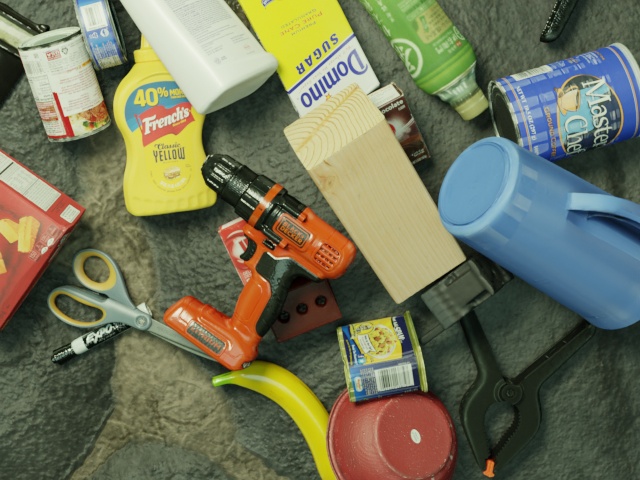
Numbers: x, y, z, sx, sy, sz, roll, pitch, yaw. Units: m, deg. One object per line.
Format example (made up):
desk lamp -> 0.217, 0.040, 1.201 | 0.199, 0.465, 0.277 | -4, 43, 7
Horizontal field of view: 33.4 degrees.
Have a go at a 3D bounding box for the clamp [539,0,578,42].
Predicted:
clamp -> 0.266, -0.308, 1.135 | 0.171, 0.039, 0.120 | -42, 104, -3

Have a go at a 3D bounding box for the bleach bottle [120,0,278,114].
bleach bottle -> -0.155, -0.253, 1.089 | 0.251, 0.102, 0.068 | 54, 135, 2

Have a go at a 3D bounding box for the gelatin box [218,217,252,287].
gelatin box -> -0.058, 0.002, 1.168 | 0.089, 0.030, 0.073 | -25, 100, 0

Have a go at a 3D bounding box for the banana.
banana -> -0.030, 0.197, 1.201 | 0.197, 0.037, 0.070 | 44, 99, -9

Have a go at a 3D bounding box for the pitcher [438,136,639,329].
pitcher -> 0.247, -0.012, 1.089 | 0.242, 0.145, 0.149 | 26, 111, -31

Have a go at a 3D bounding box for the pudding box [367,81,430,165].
pudding box -> 0.049, -0.103, 1.137 | 0.113, 0.039, 0.090 | -30, 130, 0

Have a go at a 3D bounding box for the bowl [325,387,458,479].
bowl -> 0.090, 0.217, 1.164 | 0.162, 0.055, 0.162 | 7, 69, -20

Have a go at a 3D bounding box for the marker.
marker -> -0.243, 0.104, 1.178 | 0.121, 0.020, 0.020 | -28, 100, 1

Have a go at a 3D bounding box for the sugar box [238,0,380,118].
sugar box -> -0.017, -0.218, 1.126 | 0.093, 0.048, 0.176 | -29, 99, 1

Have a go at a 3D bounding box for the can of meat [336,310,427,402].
can of meat -> 0.066, 0.127, 1.162 | 0.084, 0.102, 0.057 | -10, 119, 0

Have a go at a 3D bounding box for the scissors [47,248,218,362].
scissors -> -0.196, 0.067, 1.158 | 0.202, 0.016, 0.096 | 10, 90, 6

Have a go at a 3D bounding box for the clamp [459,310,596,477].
clamp -> 0.222, 0.165, 1.212 | 0.164, 0.036, 0.210 | 6, 97, -2

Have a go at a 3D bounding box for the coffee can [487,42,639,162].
coffee can -> 0.261, -0.140, 1.130 | 0.140, 0.103, 0.103 | -17, 100, -1

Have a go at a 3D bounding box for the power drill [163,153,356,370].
power drill -> -0.083, 0.026, 1.108 | 0.184, 0.057, 0.188 | 36, 105, 4

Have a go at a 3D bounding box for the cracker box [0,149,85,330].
cracker box -> -0.380, -0.023, 1.104 | 0.213, 0.072, 0.164 | 36, 110, -10

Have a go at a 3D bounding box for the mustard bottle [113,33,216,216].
mustard bottle -> -0.167, -0.126, 1.124 | 0.096, 0.058, 0.191 | -8, 99, -15

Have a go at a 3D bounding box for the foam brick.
foam brick -> -0.021, 0.070, 1.172 | 0.078, 0.051, 0.053 | -23, 100, 0

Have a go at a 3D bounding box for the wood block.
wood block -> 0.058, -0.045, 1.097 | 0.091, 0.090, 0.206 | -33, 127, 3

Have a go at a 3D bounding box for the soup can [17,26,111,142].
soup can -> -0.263, -0.160, 1.097 | 0.068, 0.068, 0.102 | -15, 113, -2

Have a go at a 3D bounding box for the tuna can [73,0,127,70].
tuna can -> -0.225, -0.219, 1.091 | 0.033, 0.086, 0.086 | -16, 100, -3
